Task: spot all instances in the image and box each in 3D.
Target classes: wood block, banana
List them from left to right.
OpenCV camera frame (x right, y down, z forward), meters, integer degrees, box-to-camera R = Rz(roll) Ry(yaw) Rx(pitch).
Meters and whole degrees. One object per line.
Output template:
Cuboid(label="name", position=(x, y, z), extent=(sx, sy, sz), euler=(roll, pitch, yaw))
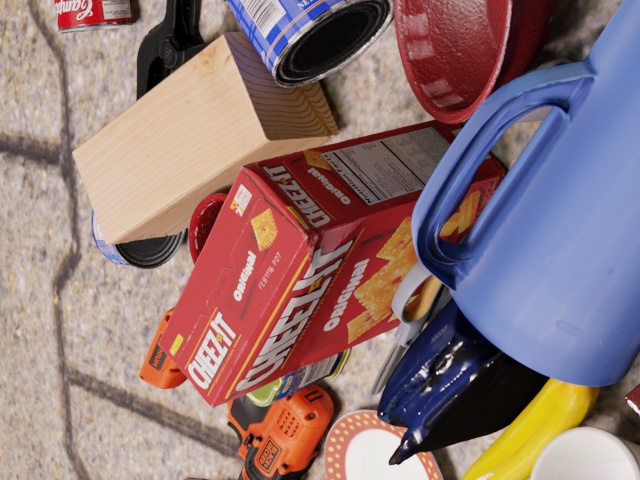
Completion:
Cuboid(label="wood block", position=(-0.098, -0.080, 0.870), extent=(0.207, 0.090, 0.091), euler=(-29, 79, 38))
Cuboid(label="banana", position=(0.148, 0.136, 0.740), extent=(0.037, 0.069, 0.198), euler=(44, 135, 15))

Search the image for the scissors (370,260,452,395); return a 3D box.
Cuboid(label="scissors", position=(0.082, 0.056, 0.806), extent=(0.016, 0.096, 0.202), euler=(50, 162, 22))

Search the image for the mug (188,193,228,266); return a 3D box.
Cuboid(label="mug", position=(-0.056, 0.001, 0.883), extent=(0.117, 0.081, 0.093), euler=(-12, 95, 44))

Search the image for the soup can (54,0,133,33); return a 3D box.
Cuboid(label="soup can", position=(-0.209, -0.241, 0.960), extent=(0.069, 0.068, 0.102), euler=(4, 105, 42))

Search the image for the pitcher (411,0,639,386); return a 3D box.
Cuboid(label="pitcher", position=(0.172, -0.045, 0.617), extent=(0.145, 0.148, 0.243), euler=(43, 125, 25))

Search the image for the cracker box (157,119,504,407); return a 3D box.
Cuboid(label="cracker box", position=(0.013, 0.011, 0.729), extent=(0.072, 0.213, 0.164), euler=(46, 130, 23))

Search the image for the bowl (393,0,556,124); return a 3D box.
Cuboid(label="bowl", position=(0.103, -0.156, 0.679), extent=(0.162, 0.055, 0.162), euler=(175, 90, -71))

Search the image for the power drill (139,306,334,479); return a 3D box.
Cuboid(label="power drill", position=(-0.084, 0.158, 0.978), extent=(0.188, 0.057, 0.185), euler=(42, 124, 22))

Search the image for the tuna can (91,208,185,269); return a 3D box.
Cuboid(label="tuna can", position=(-0.167, -0.017, 0.978), extent=(0.034, 0.085, 0.086), euler=(5, 106, 44))

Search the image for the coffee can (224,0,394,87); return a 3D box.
Cuboid(label="coffee can", position=(-0.026, -0.198, 0.777), extent=(0.103, 0.102, 0.140), euler=(-44, 73, 42))

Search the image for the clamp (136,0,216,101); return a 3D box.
Cuboid(label="clamp", position=(-0.110, -0.160, 0.913), extent=(0.120, 0.039, 0.172), euler=(53, 137, 26))

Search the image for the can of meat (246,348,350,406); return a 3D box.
Cuboid(label="can of meat", position=(-0.040, 0.083, 0.893), extent=(0.102, 0.083, 0.057), euler=(42, 128, 25))
